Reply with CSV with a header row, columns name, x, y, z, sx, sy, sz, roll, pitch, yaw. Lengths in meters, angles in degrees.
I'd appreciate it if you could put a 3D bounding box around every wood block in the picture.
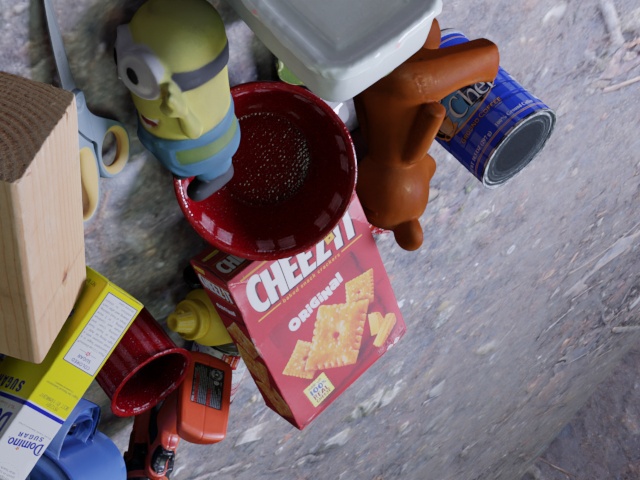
name,x,y,z,sx,sy,sz,roll,pitch,yaw
wood block,-0.227,-0.014,0.758,0.206,0.090,0.090,102,8,-50

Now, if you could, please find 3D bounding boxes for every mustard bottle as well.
name,x,y,z,sx,sy,sz,roll,pitch,yaw
mustard bottle,-0.088,0.075,1.125,0.191,0.096,0.058,-6,107,-52

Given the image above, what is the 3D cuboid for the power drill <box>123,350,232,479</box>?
name,x,y,z,sx,sy,sz,roll,pitch,yaw
power drill,-0.161,0.218,1.133,0.057,0.184,0.188,20,135,-23

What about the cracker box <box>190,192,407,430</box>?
name,x,y,z,sx,sy,sz,roll,pitch,yaw
cracker box,-0.012,0.059,1.060,0.164,0.072,0.213,-40,131,-21

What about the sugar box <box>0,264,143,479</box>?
name,x,y,z,sx,sy,sz,roll,pitch,yaw
sugar box,-0.225,0.105,0.879,0.048,0.093,0.176,40,80,-31

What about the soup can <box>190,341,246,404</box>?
name,x,y,z,sx,sy,sz,roll,pitch,yaw
soup can,-0.115,0.136,1.208,0.068,0.068,0.102,-19,145,-40

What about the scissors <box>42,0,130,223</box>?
name,x,y,z,sx,sy,sz,roll,pitch,yaw
scissors,-0.176,-0.106,0.805,0.096,0.016,0.202,-48,151,-51

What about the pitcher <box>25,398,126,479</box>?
name,x,y,z,sx,sy,sz,roll,pitch,yaw
pitcher,-0.260,0.236,1.028,0.149,0.145,0.243,-20,177,1

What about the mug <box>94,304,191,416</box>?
name,x,y,z,sx,sy,sz,roll,pitch,yaw
mug,-0.188,0.119,1.062,0.093,0.082,0.117,-33,152,-22

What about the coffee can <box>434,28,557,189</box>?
name,x,y,z,sx,sy,sz,roll,pitch,yaw
coffee can,0.158,-0.136,1.102,0.102,0.140,0.103,-33,153,-20

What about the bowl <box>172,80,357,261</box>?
name,x,y,z,sx,sy,sz,roll,pitch,yaw
bowl,-0.050,-0.066,0.950,0.162,0.162,0.055,-48,-165,10
